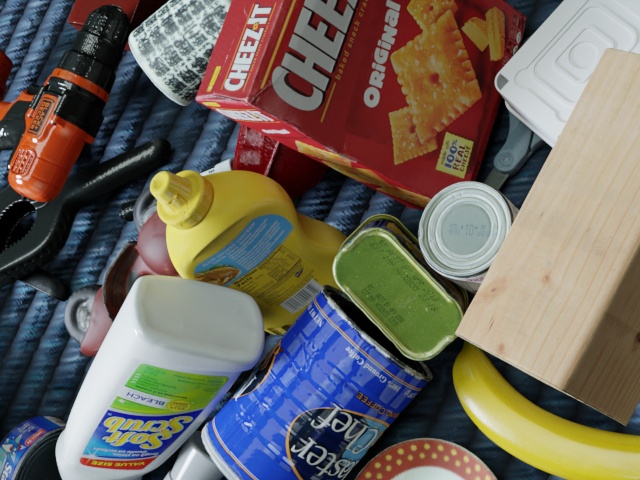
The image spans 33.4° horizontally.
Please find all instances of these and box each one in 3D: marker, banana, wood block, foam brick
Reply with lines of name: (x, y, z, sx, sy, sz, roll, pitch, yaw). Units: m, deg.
marker: (-0.125, -0.042, 0.932, 0.121, 0.020, 0.020, -20, 67, 22)
banana: (0.160, 0.123, 0.720, 0.198, 0.037, 0.069, 30, 91, 32)
wood block: (0.186, -0.003, 0.668, 0.090, 0.090, 0.206, 27, 88, 47)
foam brick: (-0.184, -0.211, 0.995, 0.078, 0.051, 0.053, 17, 83, 31)

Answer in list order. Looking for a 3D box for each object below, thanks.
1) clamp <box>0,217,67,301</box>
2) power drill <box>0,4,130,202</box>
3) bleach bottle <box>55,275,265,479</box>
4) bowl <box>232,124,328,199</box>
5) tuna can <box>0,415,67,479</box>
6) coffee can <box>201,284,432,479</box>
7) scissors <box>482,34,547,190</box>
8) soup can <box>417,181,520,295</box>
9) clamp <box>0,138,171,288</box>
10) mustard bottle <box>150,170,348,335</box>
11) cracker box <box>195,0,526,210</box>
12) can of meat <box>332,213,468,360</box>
clamp: (-0.303, 0.021, 1.000, 0.120, 0.039, 0.171, -26, 67, 7)
power drill: (-0.265, -0.136, 0.966, 0.188, 0.057, 0.184, 17, 78, 40)
bleach bottle: (-0.135, 0.131, 0.814, 0.068, 0.102, 0.251, -97, 29, -43)
bowl: (-0.021, -0.092, 0.842, 0.162, 0.055, 0.162, -167, 90, -75)
tuna can: (-0.231, 0.189, 0.882, 0.034, 0.086, 0.086, 20, 85, 33)
coffee can: (-0.003, 0.118, 0.770, 0.140, 0.102, 0.103, -50, 59, 6)
scissors: (0.135, -0.077, 0.803, 0.202, 0.016, 0.096, -40, 61, 11)
soup can: (0.117, 0.005, 0.739, 0.069, 0.102, 0.068, -9, 71, 26)
clamp: (-0.239, -0.039, 0.966, 0.165, 0.036, 0.210, 20, 73, 31)
mustard bottle: (-0.055, 0.001, 0.778, 0.096, 0.191, 0.058, -38, 49, 14)
cracker box: (0.039, -0.130, 0.753, 0.072, 0.213, 0.164, 12, 80, 51)
can of meat: (0.057, 0.032, 0.752, 0.057, 0.084, 0.102, -44, 89, 9)
